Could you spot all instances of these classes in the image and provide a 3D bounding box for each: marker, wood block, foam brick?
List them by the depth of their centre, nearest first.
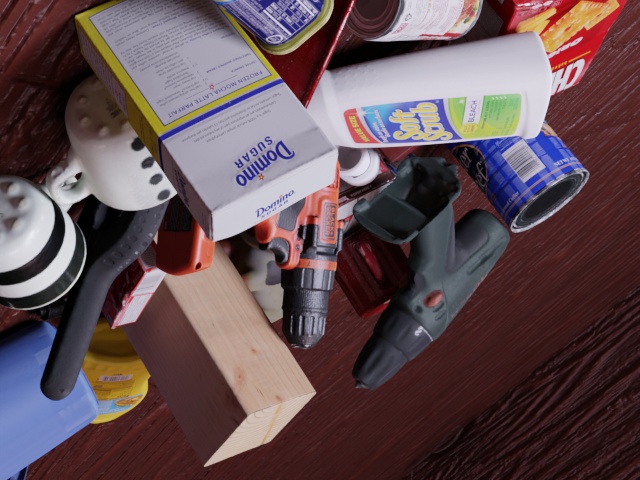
[{"bbox_3d":[-0.108,0.090,0.992,0.090,0.206,0.091,-11,148,-48],"label":"wood block"},{"bbox_3d":[0.075,-0.110,1.020,0.051,0.053,0.078,-38,179,11],"label":"foam brick"},{"bbox_3d":[-0.220,0.059,1.023,0.120,0.020,0.020,-8,147,-49],"label":"marker"}]

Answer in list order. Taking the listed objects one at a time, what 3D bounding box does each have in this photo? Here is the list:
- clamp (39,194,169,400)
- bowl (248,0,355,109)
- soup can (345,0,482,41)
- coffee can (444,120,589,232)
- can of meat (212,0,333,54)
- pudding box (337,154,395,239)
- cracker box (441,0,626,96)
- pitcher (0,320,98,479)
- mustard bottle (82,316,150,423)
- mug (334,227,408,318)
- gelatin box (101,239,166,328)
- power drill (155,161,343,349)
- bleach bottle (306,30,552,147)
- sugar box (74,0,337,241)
[{"bbox_3d":[-0.183,0.004,0.855,0.036,0.165,0.210,30,95,-38],"label":"clamp"},{"bbox_3d":[-0.012,-0.157,0.742,0.162,0.055,0.162,-158,-89,-85],"label":"bowl"},{"bbox_3d":[0.070,-0.191,0.838,0.102,0.068,0.069,-12,150,-45],"label":"soup can"},{"bbox_3d":[0.207,-0.095,1.157,0.102,0.140,0.103,-30,159,-13],"label":"coffee can"},{"bbox_3d":[-0.049,-0.174,0.649,0.057,0.102,0.083,-38,157,12],"label":"can of meat"},{"bbox_3d":[0.025,-0.036,1.159,0.089,0.039,0.114,-27,162,-25],"label":"pudding box"},{"bbox_3d":[0.203,-0.203,1.009,0.164,0.072,0.214,-26,159,-19],"label":"cracker box"},{"bbox_3d":[-0.328,0.185,0.978,0.242,0.145,0.149,-31,173,-19],"label":"pitcher"},{"bbox_3d":[-0.230,0.148,1.137,0.096,0.058,0.192,-1,149,-22],"label":"mustard bottle"},{"bbox_3d":[0.059,0.031,1.194,0.093,0.081,0.117,-31,169,-6],"label":"mug"},{"bbox_3d":[-0.175,0.023,0.933,0.030,0.073,0.089,-14,152,-42],"label":"gelatin box"},{"bbox_3d":[-0.056,0.001,0.938,0.057,0.184,0.187,-1,173,41],"label":"power drill"},{"bbox_3d":[0.066,-0.117,0.921,0.250,0.068,0.102,-9,152,-4],"label":"bleach bottle"},{"bbox_3d":[-0.075,-0.090,0.684,0.093,0.176,0.048,-28,159,-18],"label":"sugar box"}]
